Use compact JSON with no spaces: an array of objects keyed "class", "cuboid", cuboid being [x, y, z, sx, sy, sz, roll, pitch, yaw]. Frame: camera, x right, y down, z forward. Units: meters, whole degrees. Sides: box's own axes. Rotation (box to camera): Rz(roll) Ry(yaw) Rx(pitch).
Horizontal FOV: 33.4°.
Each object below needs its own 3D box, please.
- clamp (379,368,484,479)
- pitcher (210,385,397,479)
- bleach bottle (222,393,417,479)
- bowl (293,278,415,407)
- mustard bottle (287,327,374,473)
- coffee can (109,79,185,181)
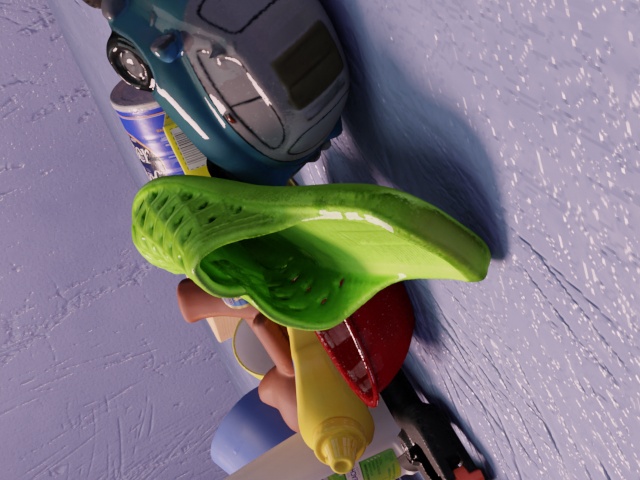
[{"class":"clamp","cuboid":[0.082,0.162,0.833,0.120,0.039,0.171,65,174,-27]},{"class":"pitcher","cuboid":[0.005,0.267,1.112,0.243,0.145,0.149,41,168,28]},{"class":"bleach bottle","cuboid":[-0.032,0.223,0.950,0.068,0.250,0.102,55,167,36]},{"class":"bowl","cuboid":[0.021,0.036,0.762,0.162,0.055,0.162,59,169,18]},{"class":"mustard bottle","cuboid":[0.009,0.121,0.882,0.191,0.058,0.096,-100,-11,-60]},{"class":"coffee can","cuboid":[-0.117,-0.089,0.977,0.103,0.102,0.140,45,161,58]}]
